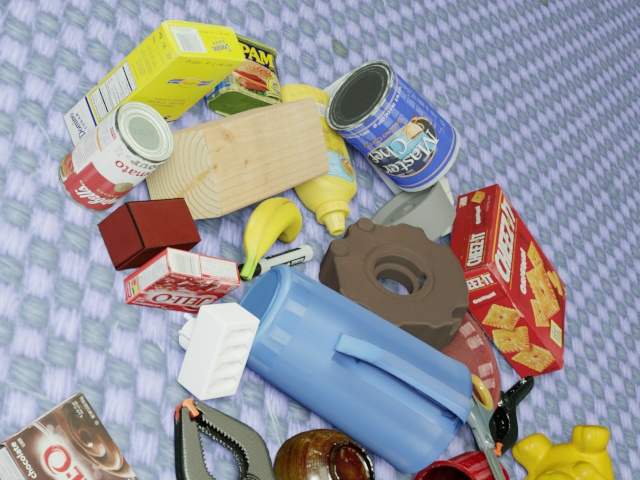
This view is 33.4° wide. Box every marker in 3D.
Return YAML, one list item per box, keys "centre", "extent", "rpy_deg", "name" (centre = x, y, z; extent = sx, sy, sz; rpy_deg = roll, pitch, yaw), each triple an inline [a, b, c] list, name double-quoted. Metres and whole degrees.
- centre: [-0.051, 0.025, 1.186]
  extent: [0.120, 0.020, 0.020]
  rpy_deg: [-16, 76, -52]
  name: "marker"

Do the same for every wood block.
- centre: [-0.087, -0.089, 1.151]
  extent: [0.205, 0.091, 0.090]
  rpy_deg: [-27, 108, -54]
  name: "wood block"

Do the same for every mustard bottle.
- centre: [-0.002, -0.094, 1.298]
  extent: [0.096, 0.058, 0.191]
  rpy_deg: [14, 53, -48]
  name: "mustard bottle"

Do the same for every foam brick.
- centre: [-0.167, -0.007, 1.050]
  extent: [0.078, 0.053, 0.051]
  rpy_deg: [-8, 69, -51]
  name: "foam brick"

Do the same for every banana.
- centre: [-0.051, -0.014, 1.133]
  extent: [0.037, 0.070, 0.197]
  rpy_deg: [27, 16, 7]
  name: "banana"

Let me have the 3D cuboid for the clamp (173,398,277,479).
- centre: [-0.075, 0.241, 0.969]
  extent: [0.210, 0.036, 0.164]
  rpy_deg: [50, 53, 3]
  name: "clamp"

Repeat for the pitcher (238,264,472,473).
- centre: [0.033, 0.127, 1.093]
  extent: [0.242, 0.149, 0.145]
  rpy_deg: [33, 27, -19]
  name: "pitcher"

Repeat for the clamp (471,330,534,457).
- centre: [0.229, 0.207, 1.350]
  extent: [0.120, 0.039, 0.171]
  rpy_deg: [30, 49, -25]
  name: "clamp"

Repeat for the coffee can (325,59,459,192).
- centre: [0.090, -0.139, 1.312]
  extent: [0.140, 0.103, 0.103]
  rpy_deg: [38, 40, -35]
  name: "coffee can"

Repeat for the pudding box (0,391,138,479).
- centre: [-0.204, 0.194, 0.868]
  extent: [0.113, 0.039, 0.089]
  rpy_deg: [56, 37, 0]
  name: "pudding box"

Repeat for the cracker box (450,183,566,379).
- centre: [0.255, 0.055, 1.432]
  extent: [0.213, 0.072, 0.164]
  rpy_deg: [51, 35, -30]
  name: "cracker box"

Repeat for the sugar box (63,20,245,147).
- centre: [-0.166, -0.149, 1.053]
  extent: [0.093, 0.177, 0.048]
  rpy_deg: [-6, 66, -50]
  name: "sugar box"

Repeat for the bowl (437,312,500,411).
- centre: [0.145, 0.149, 1.283]
  extent: [0.161, 0.055, 0.162]
  rpy_deg: [28, 45, -33]
  name: "bowl"

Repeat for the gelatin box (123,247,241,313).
- centre: [-0.133, 0.041, 1.034]
  extent: [0.089, 0.073, 0.030]
  rpy_deg: [14, 55, -44]
  name: "gelatin box"

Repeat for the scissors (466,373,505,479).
- centre: [0.189, 0.218, 1.191]
  extent: [0.096, 0.016, 0.202]
  rpy_deg: [12, 44, -53]
  name: "scissors"

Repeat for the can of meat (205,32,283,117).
- centre: [-0.094, -0.191, 1.269]
  extent: [0.101, 0.058, 0.084]
  rpy_deg: [14, 56, -42]
  name: "can of meat"

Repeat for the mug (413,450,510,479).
- centre: [0.169, 0.282, 1.168]
  extent: [0.081, 0.117, 0.093]
  rpy_deg: [-6, 108, -55]
  name: "mug"

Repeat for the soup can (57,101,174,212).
- centre: [-0.197, -0.080, 1.029]
  extent: [0.068, 0.102, 0.068]
  rpy_deg: [29, 44, -33]
  name: "soup can"
